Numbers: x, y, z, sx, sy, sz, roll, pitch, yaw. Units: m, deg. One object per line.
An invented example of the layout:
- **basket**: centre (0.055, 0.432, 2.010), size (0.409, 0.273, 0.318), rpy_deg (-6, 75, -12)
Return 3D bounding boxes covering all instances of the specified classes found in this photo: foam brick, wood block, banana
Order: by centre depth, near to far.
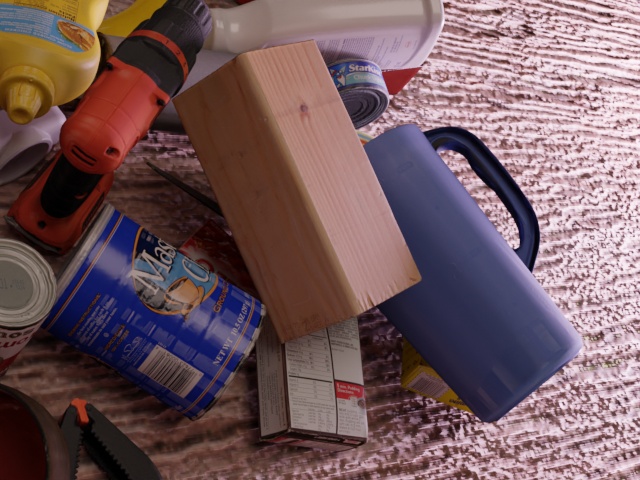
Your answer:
- **wood block**: centre (-0.017, -0.038, 0.823), size (0.090, 0.090, 0.206), rpy_deg (-23, 89, -49)
- **banana**: centre (-0.170, -0.216, 0.988), size (0.069, 0.037, 0.197), rpy_deg (42, 45, -4)
- **foam brick**: centre (0.056, -0.185, 1.119), size (0.078, 0.051, 0.053), rpy_deg (-15, 70, -41)

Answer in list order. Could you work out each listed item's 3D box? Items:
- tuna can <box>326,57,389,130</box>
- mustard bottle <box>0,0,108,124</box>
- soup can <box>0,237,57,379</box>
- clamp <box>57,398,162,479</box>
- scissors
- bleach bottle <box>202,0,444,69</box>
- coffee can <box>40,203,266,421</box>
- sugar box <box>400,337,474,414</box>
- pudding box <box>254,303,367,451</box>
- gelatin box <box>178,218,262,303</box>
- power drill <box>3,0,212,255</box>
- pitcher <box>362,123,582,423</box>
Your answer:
- **tuna can**: centre (0.023, -0.139, 1.039), size (0.085, 0.086, 0.034), rpy_deg (1, 61, -35)
- **mustard bottle**: centre (-0.217, -0.155, 0.818), size (0.096, 0.058, 0.191), rpy_deg (15, 41, -19)
- **soup can**: centre (-0.225, 0.051, 0.715), size (0.068, 0.102, 0.068), rpy_deg (19, 51, -25)
- **clamp**: centre (-0.145, 0.208, 0.708), size (0.164, 0.036, 0.210), rpy_deg (-12, 66, -39)
- **scissors**: centre (-0.056, 0.001, 0.895), size (0.201, 0.016, 0.096), rpy_deg (26, 25, -35)
- **bleach bottle**: centre (-0.017, -0.200, 1.011), size (0.250, 0.103, 0.068), rpy_deg (-6, 69, -15)
- **coffee can**: centre (-0.126, 0.053, 0.784), size (0.140, 0.103, 0.102), rpy_deg (34, 46, -12)
- **sugar box**: centre (0.127, 0.069, 0.998), size (0.093, 0.048, 0.176), rpy_deg (24, 46, -17)
- **pudding box**: centre (-0.008, 0.108, 0.858), size (0.089, 0.039, 0.113), rpy_deg (16, 58, -39)
- **gelatin box**: centre (-0.082, 0.036, 0.879), size (0.089, 0.030, 0.073), rpy_deg (43, 45, -3)
- **power drill**: centre (-0.158, -0.085, 0.798), size (0.057, 0.188, 0.184), rpy_deg (36, 47, -8)
- **pitcher**: centre (0.112, 0.023, 0.903), size (0.243, 0.149, 0.144), rpy_deg (51, 28, 14)
